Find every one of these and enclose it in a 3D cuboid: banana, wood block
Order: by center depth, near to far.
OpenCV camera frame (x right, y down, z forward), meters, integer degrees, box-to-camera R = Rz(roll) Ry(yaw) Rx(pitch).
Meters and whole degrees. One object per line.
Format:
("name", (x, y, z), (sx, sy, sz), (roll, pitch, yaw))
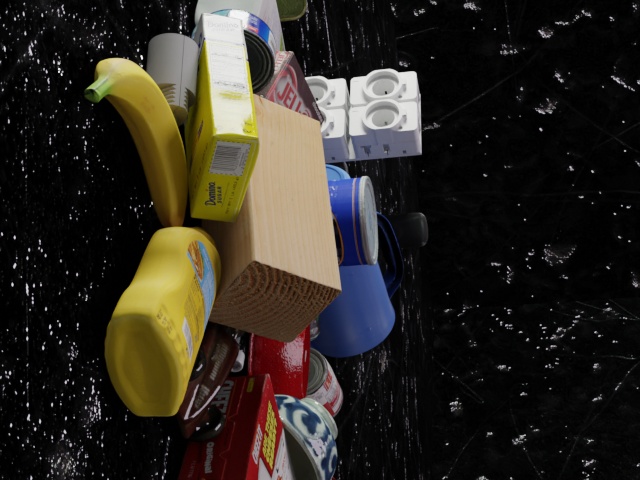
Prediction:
("banana", (-0.140, -0.084, 0.844), (0.197, 0.037, 0.069), (66, 41, -57))
("wood block", (-0.050, -0.023, 0.968), (0.090, 0.090, 0.206), (-47, -144, 38))

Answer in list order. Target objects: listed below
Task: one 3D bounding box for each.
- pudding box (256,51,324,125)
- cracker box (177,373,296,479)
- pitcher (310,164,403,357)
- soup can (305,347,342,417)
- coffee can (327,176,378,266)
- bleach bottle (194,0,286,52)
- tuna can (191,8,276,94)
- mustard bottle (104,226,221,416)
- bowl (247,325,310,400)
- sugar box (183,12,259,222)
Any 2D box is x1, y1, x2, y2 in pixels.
("pudding box", (-0.044, -0.132, 1.128), (0.090, 0.039, 0.113), (-62, 150, -23))
("cracker box", (-0.069, 0.257, 0.984), (0.164, 0.072, 0.214), (-81, 162, -54))
("pitcher", (0.020, 0.020, 1.401), (0.149, 0.145, 0.243), (-77, 157, -50))
("soup can", (-0.014, 0.181, 1.333), (0.102, 0.068, 0.068), (67, 21, -60))
("coffee can", (-0.010, -0.017, 1.235), (0.102, 0.140, 0.103), (-4, 90, -80))
("bleach bottle", (-0.074, -0.206, 1.185), (0.251, 0.068, 0.102), (71, 29, -68))
("tuna can", (-0.086, -0.182, 1.038), (0.086, 0.086, 0.033), (75, 13, -45))
("mustard bottle", (-0.116, 0.044, 0.844), (0.191, 0.058, 0.096), (-77, 161, -58))
("bowl", (-0.042, 0.128, 1.170), (0.162, 0.055, 0.162), (3, 89, -86))
("sugar box", (-0.090, -0.110, 0.928), (0.176, 0.048, 0.093), (-104, -153, -44))
